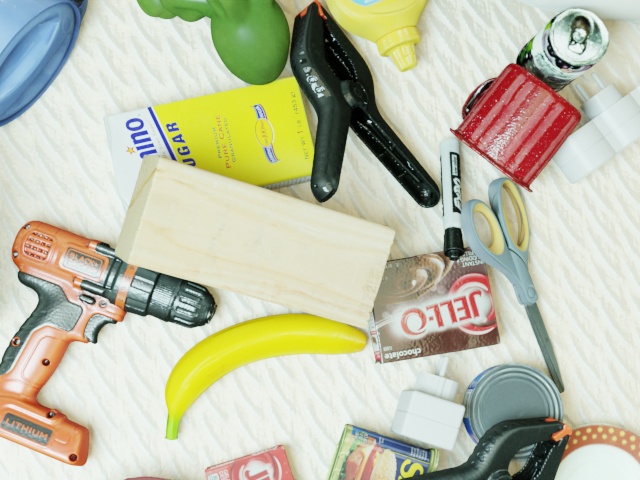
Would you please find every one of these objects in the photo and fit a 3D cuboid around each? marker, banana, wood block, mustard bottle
[{"bbox_3d":[0.118,-0.037,0.958,0.020,0.020,0.121,4,62,-4],"label":"marker"},{"bbox_3d":[-0.059,0.103,0.940,0.197,0.037,0.069,-24,104,-6],"label":"banana"},{"bbox_3d":[-0.056,0.000,0.894,0.205,0.091,0.090,17,90,-18],"label":"wood block"},{"bbox_3d":[0.047,-0.245,0.980,0.096,0.058,0.191,-19,84,-14],"label":"mustard bottle"}]

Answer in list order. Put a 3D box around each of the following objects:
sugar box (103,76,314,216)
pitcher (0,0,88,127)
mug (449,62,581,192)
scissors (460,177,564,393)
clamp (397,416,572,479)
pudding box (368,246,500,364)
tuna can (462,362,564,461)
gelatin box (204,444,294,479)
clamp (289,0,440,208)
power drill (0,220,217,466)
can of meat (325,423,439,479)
[{"bbox_3d":[-0.097,-0.082,0.954,0.176,0.048,0.093,-13,84,-7],"label":"sugar box"},{"bbox_3d":[-0.331,-0.223,0.920,0.243,0.149,0.145,38,105,4],"label":"pitcher"},{"bbox_3d":[0.170,-0.108,0.953,0.093,0.117,0.081,29,103,-37],"label":"mug"},{"bbox_3d":[0.171,0.042,0.953,0.096,0.016,0.202,-3,80,-44],"label":"scissors"},{"bbox_3d":[0.135,0.201,0.893,0.171,0.039,0.120,-47,117,-14],"label":"clamp"},{"bbox_3d":[0.097,0.058,0.954,0.113,0.039,0.090,-9,83,-6],"label":"pudding box"},{"bbox_3d":[0.170,0.152,0.950,0.086,0.034,0.086,1,83,-5],"label":"tuna can"},{"bbox_3d":[-0.054,0.229,0.924,0.073,0.030,0.089,-16,84,-7],"label":"gelatin box"},{"bbox_3d":[0.029,-0.117,0.951,0.036,0.164,0.210,-33,62,35],"label":"clamp"},{"bbox_3d":[-0.202,0.093,0.919,0.184,0.057,0.187,21,79,2],"label":"power drill"},{"bbox_3d":[0.047,0.216,0.922,0.084,0.057,0.102,18,82,0],"label":"can of meat"}]
